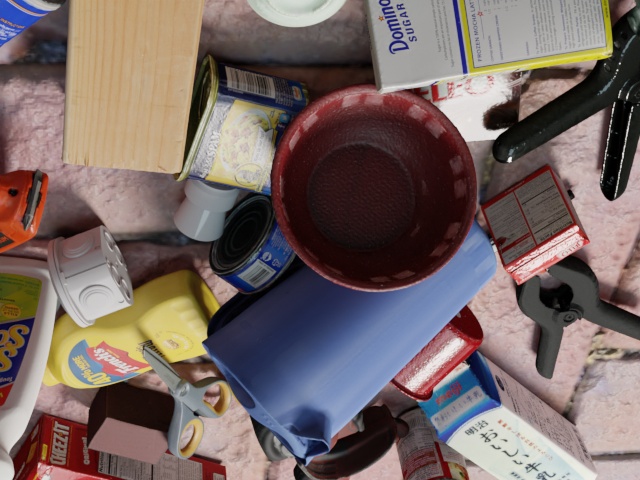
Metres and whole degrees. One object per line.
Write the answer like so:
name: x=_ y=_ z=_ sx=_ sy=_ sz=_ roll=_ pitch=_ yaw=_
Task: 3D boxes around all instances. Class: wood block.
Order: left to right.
wood block: x=-0.132 y=-0.158 z=0.760 sx=0.090 sy=0.090 sz=0.206 roll=5 pitch=130 yaw=-12

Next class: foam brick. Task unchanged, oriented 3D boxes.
foam brick: x=-0.189 y=0.182 z=1.066 sx=0.078 sy=0.053 sz=0.051 roll=21 pitch=124 yaw=-24

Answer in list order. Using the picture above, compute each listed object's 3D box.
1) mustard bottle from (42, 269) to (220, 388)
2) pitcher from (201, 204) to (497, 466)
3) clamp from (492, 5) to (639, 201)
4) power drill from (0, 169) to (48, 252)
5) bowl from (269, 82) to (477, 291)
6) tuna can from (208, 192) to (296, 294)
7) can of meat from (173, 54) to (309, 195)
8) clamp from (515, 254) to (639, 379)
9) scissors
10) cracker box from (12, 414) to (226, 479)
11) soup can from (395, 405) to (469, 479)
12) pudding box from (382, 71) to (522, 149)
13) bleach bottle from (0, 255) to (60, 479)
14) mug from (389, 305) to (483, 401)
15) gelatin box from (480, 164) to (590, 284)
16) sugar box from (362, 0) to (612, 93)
mustard bottle: x=-0.189 y=0.092 z=0.985 sx=0.192 sy=0.058 sz=0.096 roll=-19 pitch=143 yaw=8
pitcher: x=0.023 y=0.058 z=0.908 sx=0.242 sy=0.145 sz=0.149 roll=-40 pitch=87 yaw=-12
clamp: x=0.254 y=-0.123 z=0.875 sx=0.164 sy=0.036 sz=0.210 roll=21 pitch=116 yaw=-43
power drill: x=-0.322 y=-0.043 z=0.823 sx=0.187 sy=0.057 sz=0.185 roll=20 pitch=158 yaw=-35
bowl: x=0.038 y=-0.038 z=0.835 sx=0.162 sy=0.162 sz=0.055 roll=1 pitch=173 yaw=-10
tuna can: x=-0.056 y=0.001 z=0.911 sx=0.086 sy=0.086 sz=0.033 roll=-39 pitch=124 yaw=23
can of meat: x=-0.064 y=-0.089 z=0.852 sx=0.083 sy=0.057 sz=0.102 roll=11 pitch=127 yaw=-20
clamp: x=0.251 y=0.064 z=1.044 sx=0.120 sy=0.039 sz=0.171 roll=-22 pitch=130 yaw=8
scissors: x=-0.138 y=0.156 z=1.001 sx=0.096 sy=0.016 sz=0.201 roll=-64 pitch=156 yaw=-4
cracker box: x=-0.229 y=0.287 z=1.137 sx=0.213 sy=0.072 sz=0.164 roll=22 pitch=123 yaw=-24
soup can: x=0.117 y=0.233 z=1.125 sx=0.068 sy=0.102 sz=0.068 roll=-5 pitch=131 yaw=-6
pudding box: x=0.104 y=-0.123 z=0.860 sx=0.113 sy=0.039 sz=0.090 roll=-7 pitch=131 yaw=-3
bleach bottle: x=-0.268 y=0.118 z=0.867 sx=0.102 sy=0.251 sz=0.068 roll=7 pitch=129 yaw=-15
mug: x=0.093 y=0.091 z=1.001 sx=0.082 sy=0.093 sz=0.117 roll=-46 pitch=157 yaw=21
gelatin box: x=0.187 y=-0.014 z=0.933 sx=0.073 sy=0.089 sz=0.030 roll=-34 pitch=127 yaw=18
sugar box: x=0.123 y=-0.169 z=0.795 sx=0.176 sy=0.048 sz=0.093 roll=-8 pitch=94 yaw=1
